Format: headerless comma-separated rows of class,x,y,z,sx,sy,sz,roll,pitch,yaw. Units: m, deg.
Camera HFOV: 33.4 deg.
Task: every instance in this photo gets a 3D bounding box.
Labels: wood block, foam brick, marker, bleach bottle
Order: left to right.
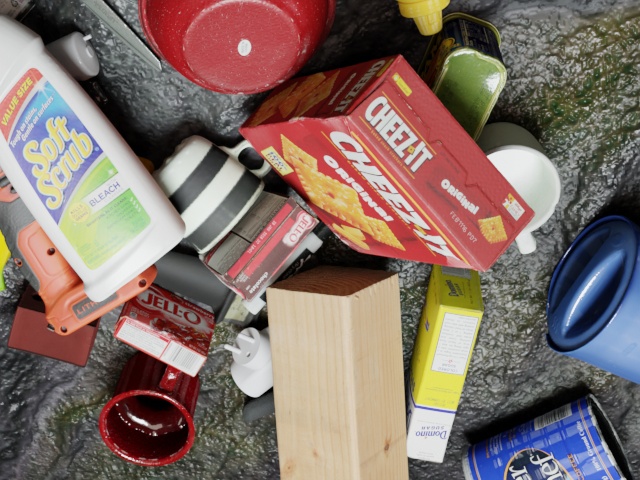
bleach bottle,-0.219,-0.077,0.847,0.102,0.068,0.250,-37,105,1
foam brick,-0.254,0.080,1.032,0.078,0.053,0.051,15,119,-7
marker,-0.025,0.019,0.984,0.121,0.020,0.020,-46,109,5
wood block,0.018,0.135,0.975,0.090,0.090,0.206,5,104,35

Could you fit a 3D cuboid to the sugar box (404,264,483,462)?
sugar box,0.111,0.112,1.006,0.048,0.093,0.176,11,119,-3

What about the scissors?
scissors,-0.196,-0.229,0.876,0.201,0.016,0.096,30,116,-13

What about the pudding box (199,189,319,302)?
pudding box,-0.056,0.001,0.926,0.039,0.114,0.090,43,84,-19

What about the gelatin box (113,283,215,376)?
gelatin box,-0.147,0.080,1.014,0.089,0.073,0.030,29,116,-12

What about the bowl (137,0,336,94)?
bowl,-0.064,-0.171,0.851,0.162,0.055,0.162,-4,137,-4

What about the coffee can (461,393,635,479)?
coffee can,0.226,0.226,1.058,0.140,0.102,0.102,-28,114,17

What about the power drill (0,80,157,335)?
power drill,-0.224,-0.025,0.926,0.184,0.057,0.187,-30,106,12

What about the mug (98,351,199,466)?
mug,-0.160,0.152,1.050,0.093,0.081,0.117,21,118,-9

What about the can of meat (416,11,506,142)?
can of meat,0.111,-0.125,0.878,0.057,0.084,0.102,18,119,-8

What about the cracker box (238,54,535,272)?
cracker box,0.043,-0.057,0.850,0.164,0.214,0.072,46,76,-20
